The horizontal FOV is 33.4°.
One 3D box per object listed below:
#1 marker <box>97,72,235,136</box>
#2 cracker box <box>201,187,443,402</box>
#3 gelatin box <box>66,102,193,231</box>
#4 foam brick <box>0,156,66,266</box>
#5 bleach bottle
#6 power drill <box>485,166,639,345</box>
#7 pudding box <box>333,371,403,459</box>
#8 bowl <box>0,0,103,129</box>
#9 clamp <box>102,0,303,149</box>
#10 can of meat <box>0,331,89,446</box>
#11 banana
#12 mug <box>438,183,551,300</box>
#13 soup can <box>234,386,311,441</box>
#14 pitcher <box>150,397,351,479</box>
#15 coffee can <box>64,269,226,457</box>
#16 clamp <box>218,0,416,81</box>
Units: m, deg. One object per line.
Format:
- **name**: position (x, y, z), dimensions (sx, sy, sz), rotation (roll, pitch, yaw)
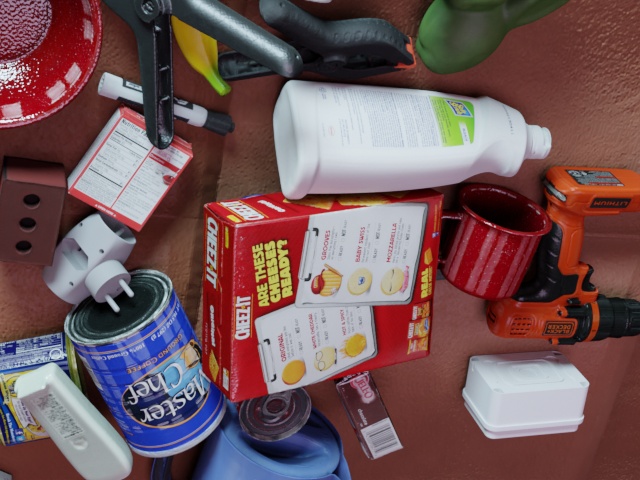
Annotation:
- **marker**: position (-0.129, -0.114, 0.907), dimensions (0.121, 0.020, 0.020), rotation (17, 112, -24)
- **cracker box**: position (0.002, 0.038, 0.954), dimensions (0.213, 0.072, 0.164), rotation (-9, 113, -30)
- **gelatin box**: position (-0.164, -0.063, 0.918), dimensions (0.073, 0.030, 0.089), rotation (30, 106, -27)
- **foam brick**: position (-0.248, -0.024, 0.901), dimensions (0.053, 0.051, 0.078), rotation (7, 116, -20)
- **bleach bottle**: position (0.088, -0.085, 0.941), dimensions (0.250, 0.102, 0.068), rotation (1, 151, -18)
- **power drill**: position (0.272, 0.021, 1.078), dimensions (0.184, 0.057, 0.188), rotation (1, 117, -19)
- **pudding box**: position (0.037, 0.148, 1.059), dimensions (0.039, 0.090, 0.113), rotation (-23, 123, -2)
- **bowl**: position (-0.250, -0.169, 0.818), dimensions (0.162, 0.055, 0.162), rotation (-7, 120, -13)
- **clamp**: position (-0.127, -0.177, 0.830), dimensions (0.165, 0.036, 0.210), rotation (-31, 98, 37)
- **can of meat**: position (-0.261, 0.137, 0.984), dimensions (0.084, 0.057, 0.102), rotation (-10, 120, -10)
- **banana**: position (-0.089, -0.216, 0.837), dimensions (0.070, 0.037, 0.198), rotation (19, 121, 23)
- **mug**: position (0.151, 0.002, 1.015), dimensions (0.117, 0.093, 0.082), rotation (8, 120, -17)
- **soup can**: position (-0.054, 0.133, 1.016), dimensions (0.068, 0.102, 0.068), rotation (-7, 120, -13)
- **pitcher**: position (-0.090, 0.272, 1.078), dimensions (0.144, 0.149, 0.243), rotation (6, 120, -36)
- **coffee can**: position (-0.157, 0.112, 0.974), dimensions (0.103, 0.103, 0.140), rotation (-23, 122, -4)
- **clamp**: position (-0.004, -0.158, 0.894), dimensions (0.171, 0.120, 0.039), rotation (5, 76, -34)
